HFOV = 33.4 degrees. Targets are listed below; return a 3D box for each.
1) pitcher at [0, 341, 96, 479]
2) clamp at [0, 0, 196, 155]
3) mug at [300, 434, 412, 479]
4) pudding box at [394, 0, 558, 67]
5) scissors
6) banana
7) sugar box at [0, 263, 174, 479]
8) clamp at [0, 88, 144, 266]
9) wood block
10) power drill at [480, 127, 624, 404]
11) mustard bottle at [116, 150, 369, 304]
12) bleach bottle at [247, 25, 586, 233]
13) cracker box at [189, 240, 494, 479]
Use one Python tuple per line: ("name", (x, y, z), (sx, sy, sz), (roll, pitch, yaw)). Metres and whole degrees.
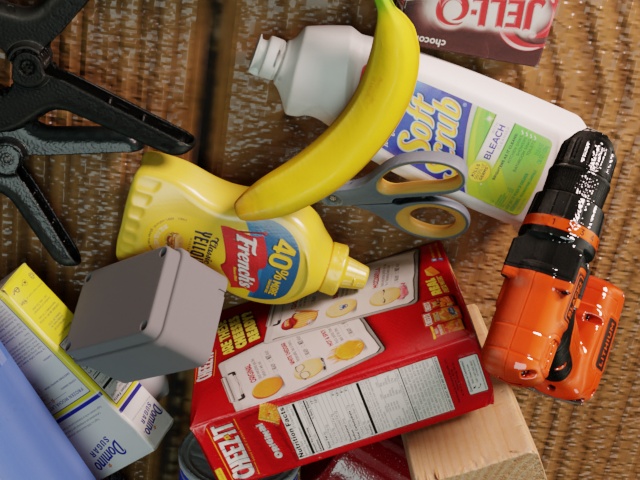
("pitcher", (-0.253, 0.188, 0.819), (0.149, 0.145, 0.243), (-27, 111, -7))
("clamp", (-0.193, -0.117, 0.748), (0.210, 0.036, 0.164), (-14, 112, 6))
("mug", (0.031, 0.200, 0.927), (0.081, 0.093, 0.117), (33, 144, -13))
("pudding box", (0.114, -0.180, 0.765), (0.113, 0.039, 0.090), (9, 116, -8))
("scissors", (0.027, -0.025, 0.817), (0.202, 0.016, 0.096), (-12, 135, 33))
("banana", (0.014, -0.083, 0.745), (0.069, 0.037, 0.198), (31, 109, -4))
("sugar box", (-0.210, 0.110, 0.856), (0.093, 0.048, 0.176), (-32, 108, 34))
("clamp", (-0.230, -0.055, 0.803), (0.171, 0.039, 0.120), (21, 101, -7))
("wood block", (0.111, 0.147, 0.832), (0.091, 0.206, 0.090), (-18, 116, 5))
("power drill", (0.178, 0.032, 0.774), (0.057, 0.187, 0.184), (18, 77, 28))
("mustard bottle", (-0.055, 0.001, 0.820), (0.191, 0.058, 0.096), (17, 127, -5))
("bleach bottle", (0.066, -0.089, 0.795), (0.250, 0.068, 0.103), (19, 114, -10))
("cracker box", (0.013, 0.092, 0.823), (0.214, 0.164, 0.072), (-19, 114, 5))
